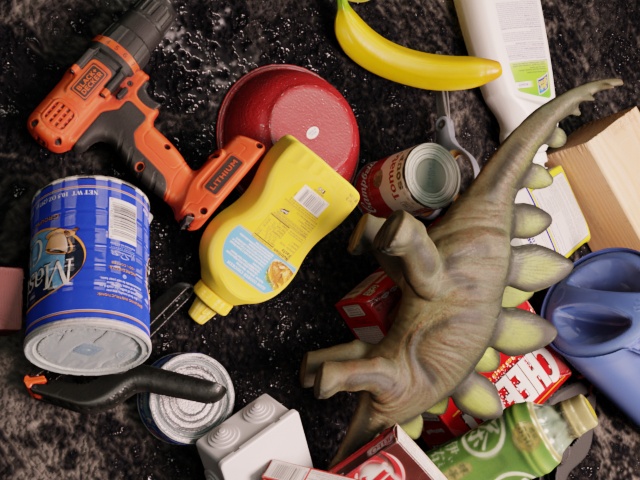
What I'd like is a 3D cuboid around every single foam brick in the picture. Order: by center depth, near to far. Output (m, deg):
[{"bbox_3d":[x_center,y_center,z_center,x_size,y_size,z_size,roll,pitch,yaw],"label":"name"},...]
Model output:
[{"bbox_3d":[-0.281,0.052,0.894,0.051,0.078,0.053,5,80,-25],"label":"foam brick"}]

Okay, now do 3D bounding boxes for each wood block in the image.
[{"bbox_3d":[0.353,-0.036,1.220,0.090,0.091,0.206,-34,99,-26],"label":"wood block"}]

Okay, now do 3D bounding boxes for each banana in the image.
[{"bbox_3d":[0.091,-0.195,1.122,0.197,0.070,0.037,22,48,-12],"label":"banana"}]

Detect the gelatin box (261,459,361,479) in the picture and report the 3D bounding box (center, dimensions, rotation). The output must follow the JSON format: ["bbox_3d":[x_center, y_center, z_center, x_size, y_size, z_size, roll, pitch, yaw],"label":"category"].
[{"bbox_3d":[-0.006,0.240,0.947,0.030,0.089,0.073,-49,144,-56],"label":"gelatin box"}]

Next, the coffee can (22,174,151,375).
[{"bbox_3d":[-0.195,0.030,0.903,0.102,0.103,0.140,10,57,-25],"label":"coffee can"}]

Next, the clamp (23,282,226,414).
[{"bbox_3d":[-0.169,0.114,0.938,0.171,0.039,0.120,-24,58,-14],"label":"clamp"}]

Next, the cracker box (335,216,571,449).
[{"bbox_3d":[0.142,0.102,1.103,0.164,0.072,0.213,-38,100,-26],"label":"cracker box"}]

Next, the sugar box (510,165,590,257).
[{"bbox_3d":[0.229,-0.015,1.140,0.175,0.048,0.093,-26,92,-53],"label":"sugar box"}]

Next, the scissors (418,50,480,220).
[{"bbox_3d":[0.121,-0.105,1.147,0.016,0.096,0.202,20,42,-38],"label":"scissors"}]

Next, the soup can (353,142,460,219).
[{"bbox_3d":[0.087,-0.057,1.083,0.068,0.102,0.068,4,81,-26],"label":"soup can"}]

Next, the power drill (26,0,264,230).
[{"bbox_3d":[-0.146,-0.115,0.986,0.187,0.057,0.184,39,73,-4],"label":"power drill"}]

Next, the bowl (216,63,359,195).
[{"bbox_3d":[-0.020,-0.104,1.063,0.161,0.055,0.162,4,81,-26],"label":"bowl"}]

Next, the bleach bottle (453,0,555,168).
[{"bbox_3d":[0.208,-0.199,1.189,0.102,0.068,0.251,-11,89,-28],"label":"bleach bottle"}]

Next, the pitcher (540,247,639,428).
[{"bbox_3d":[0.344,0.120,1.154,0.242,0.145,0.149,44,46,-36],"label":"pitcher"}]

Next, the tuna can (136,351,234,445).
[{"bbox_3d":[-0.123,0.145,0.984,0.086,0.034,0.086,4,80,-26],"label":"tuna can"}]

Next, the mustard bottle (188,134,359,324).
[{"bbox_3d":[-0.057,0.001,1.002,0.096,0.058,0.191,39,92,-32],"label":"mustard bottle"}]

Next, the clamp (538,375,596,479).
[{"bbox_3d":[0.250,0.237,1.152,0.209,0.036,0.164,-47,117,-31],"label":"clamp"}]

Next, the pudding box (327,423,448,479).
[{"bbox_3d":[0.069,0.235,0.974,0.090,0.039,0.113,-38,105,17],"label":"pudding box"}]
